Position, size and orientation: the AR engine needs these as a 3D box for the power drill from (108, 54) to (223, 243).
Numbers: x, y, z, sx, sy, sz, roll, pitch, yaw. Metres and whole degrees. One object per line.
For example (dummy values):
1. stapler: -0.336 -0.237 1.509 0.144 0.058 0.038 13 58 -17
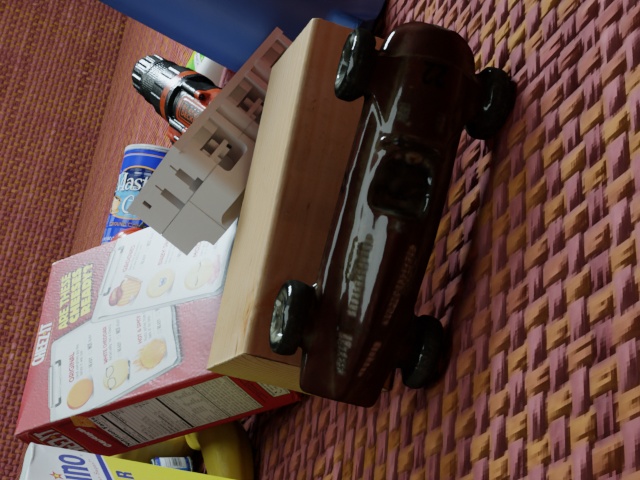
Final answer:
1. power drill: -0.130 -0.055 0.932 0.185 0.057 0.188 37 114 42

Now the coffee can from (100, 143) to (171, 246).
1. coffee can: -0.211 -0.038 1.337 0.103 0.102 0.140 156 128 -69

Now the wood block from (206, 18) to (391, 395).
1. wood block: 0.003 -0.016 0.652 0.091 0.090 0.206 149 134 -67

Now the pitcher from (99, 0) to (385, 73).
1. pitcher: -0.082 -0.206 0.833 0.149 0.242 0.145 -44 30 48

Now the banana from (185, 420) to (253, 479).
1. banana: -0.084 0.167 0.852 0.198 0.037 0.070 -139 66 -72

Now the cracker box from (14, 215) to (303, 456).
1. cracker box: -0.113 0.066 0.803 0.214 0.072 0.164 -20 45 23
